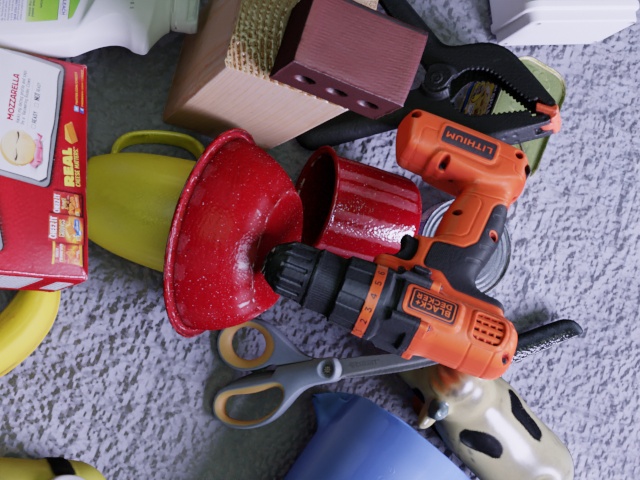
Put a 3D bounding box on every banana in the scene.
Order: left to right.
[{"bbox_3d":[-0.265,0.080,0.787,0.197,0.037,0.069,-37,81,-18],"label":"banana"}]

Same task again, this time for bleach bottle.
[{"bbox_3d":[-0.215,-0.170,0.775,0.250,0.068,0.102,5,83,-6],"label":"bleach bottle"}]

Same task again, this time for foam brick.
[{"bbox_3d":[0.017,-0.115,0.664,0.078,0.053,0.051,19,80,-16],"label":"foam brick"}]

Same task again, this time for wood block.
[{"bbox_3d":[-0.044,-0.132,0.783,0.090,0.206,0.090,17,81,-17],"label":"wood block"}]

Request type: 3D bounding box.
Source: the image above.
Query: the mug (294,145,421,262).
[{"bbox_3d":[0.026,-0.010,0.861,0.081,0.093,0.117,15,79,-22],"label":"mug"}]

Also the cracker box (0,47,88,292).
[{"bbox_3d":[-0.267,-0.054,0.721,0.213,0.072,0.164,7,74,-37],"label":"cracker box"}]

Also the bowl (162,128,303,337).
[{"bbox_3d":[-0.055,0.001,0.794,0.055,0.162,0.162,15,80,17],"label":"bowl"}]

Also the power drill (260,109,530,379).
[{"bbox_3d":[0.067,-0.005,0.777,0.184,0.057,0.187,23,58,-1],"label":"power drill"}]

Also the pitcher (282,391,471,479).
[{"bbox_3d":[0.010,0.251,0.818,0.242,0.149,0.145,-52,138,-11],"label":"pitcher"}]

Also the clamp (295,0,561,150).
[{"bbox_3d":[0.089,-0.116,0.865,0.210,0.036,0.164,27,82,25],"label":"clamp"}]

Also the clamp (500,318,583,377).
[{"bbox_3d":[0.145,0.124,0.919,0.171,0.039,0.120,4,81,-12],"label":"clamp"}]

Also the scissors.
[{"bbox_3d":[-0.005,0.083,0.820,0.202,0.016,0.096,-27,72,23],"label":"scissors"}]

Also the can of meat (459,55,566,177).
[{"bbox_3d":[0.153,-0.098,0.912,0.057,0.084,0.102,26,79,-16],"label":"can of meat"}]

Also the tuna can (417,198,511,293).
[{"bbox_3d":[0.119,0.007,0.920,0.086,0.034,0.086,1,86,-19],"label":"tuna can"}]
